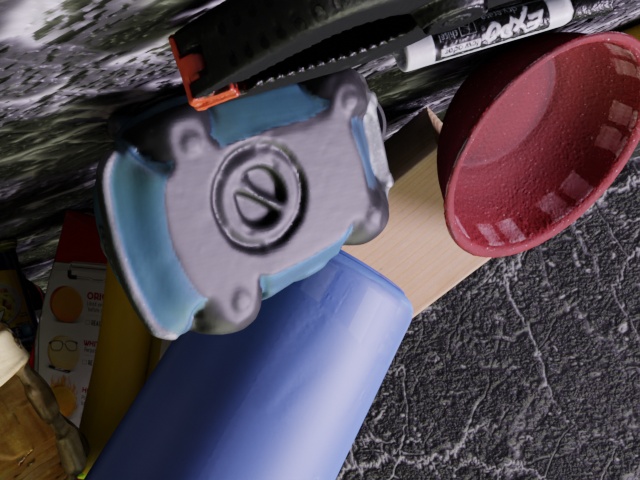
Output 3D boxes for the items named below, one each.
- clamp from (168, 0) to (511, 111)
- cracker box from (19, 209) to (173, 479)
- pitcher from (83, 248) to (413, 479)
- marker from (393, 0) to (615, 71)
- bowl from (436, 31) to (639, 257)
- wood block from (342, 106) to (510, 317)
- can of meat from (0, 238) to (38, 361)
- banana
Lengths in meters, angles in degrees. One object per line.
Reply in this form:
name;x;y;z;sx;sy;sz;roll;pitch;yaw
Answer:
clamp;0.045;-0.095;0.361;0.210;0.036;0.164;-19;177;6
cracker box;-0.111;0.102;0.719;0.164;0.214;0.072;17;-173;13
pitcher;-0.045;0.118;0.601;0.243;0.145;0.149;-60;-170;-6
marker;0.094;-0.108;0.533;0.121;0.020;0.020;-18;176;-14
bowl;0.127;-0.069;0.658;0.161;0.055;0.162;-23;139;-22
wood block;0.029;0.012;0.770;0.206;0.090;0.090;-39;-162;17
can of meat;-0.245;0.053;0.725;0.101;0.084;0.058;-16;175;-36
banana;-0.123;0.062;0.648;0.037;0.198;0.070;9;-173;-39
